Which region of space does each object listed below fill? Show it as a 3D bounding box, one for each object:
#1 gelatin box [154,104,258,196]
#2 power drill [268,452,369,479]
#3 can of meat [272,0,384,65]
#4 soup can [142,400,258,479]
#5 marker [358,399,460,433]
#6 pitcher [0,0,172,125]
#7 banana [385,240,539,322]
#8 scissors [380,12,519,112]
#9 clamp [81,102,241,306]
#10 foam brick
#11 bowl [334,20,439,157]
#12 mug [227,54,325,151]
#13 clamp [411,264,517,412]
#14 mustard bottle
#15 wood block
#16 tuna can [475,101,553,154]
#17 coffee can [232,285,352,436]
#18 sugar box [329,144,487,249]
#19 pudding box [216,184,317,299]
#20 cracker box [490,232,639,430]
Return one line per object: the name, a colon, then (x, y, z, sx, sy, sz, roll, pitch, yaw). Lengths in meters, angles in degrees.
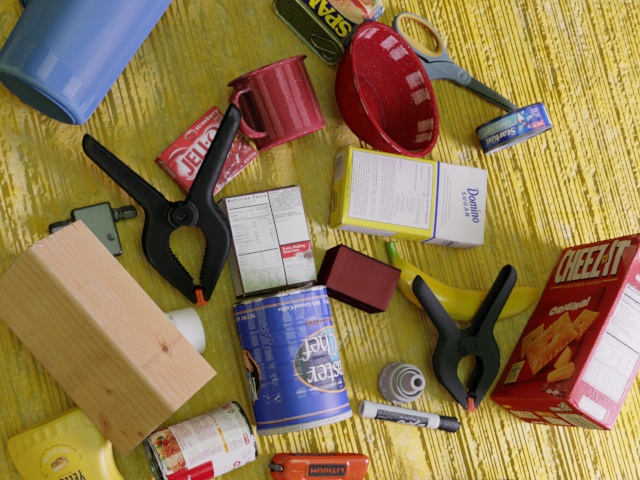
gelatin box: (-0.124, -0.091, 1.161, 0.089, 0.030, 0.073, -44, 97, -19)
power drill: (0.011, 0.321, 1.132, 0.184, 0.057, 0.187, 5, 81, -17)
can of meat: (0.011, -0.266, 1.216, 0.102, 0.058, 0.083, 44, 69, -8)
soup can: (-0.124, 0.214, 1.099, 0.102, 0.069, 0.068, -20, 89, -20)
marker: (0.102, 0.198, 1.199, 0.121, 0.020, 0.020, 13, 79, -16)
pitcher: (-0.239, -0.249, 1.105, 0.144, 0.149, 0.242, 36, 76, -26)
banana: (0.161, 0.060, 1.228, 0.197, 0.037, 0.069, 19, 79, -15)
scissors: (0.151, -0.186, 1.271, 0.201, 0.016, 0.096, 44, 74, -7)
clamp: (-0.137, -0.036, 1.114, 0.164, 0.036, 0.210, -19, 104, -2)
foam brick: (0.040, 0.044, 1.184, 0.078, 0.053, 0.051, 23, 76, -13)
bowl: (0.065, -0.160, 1.191, 0.161, 0.055, 0.162, 27, 52, -42)
mug: (-0.052, -0.145, 1.156, 0.117, 0.093, 0.081, -25, 96, -48)
clamp: (0.154, 0.108, 1.195, 0.120, 0.039, 0.171, 4, 100, -8)
mustard bottle: (-0.230, 0.265, 1.058, 0.096, 0.058, 0.191, -23, 91, 2)
wood block: (-0.214, 0.093, 1.045, 0.206, 0.090, 0.090, 48, 29, 1)
tuna can: (0.226, -0.131, 1.251, 0.086, 0.086, 0.034, -20, 88, -20)
coffee can: (-0.030, 0.126, 1.123, 0.102, 0.103, 0.140, -10, 85, -19)
sugar box: (0.102, -0.047, 1.221, 0.176, 0.048, 0.093, 10, 78, -20)
pudding box: (-0.058, 0.001, 1.166, 0.090, 0.039, 0.113, -10, 83, -17)
cracker box: (0.297, 0.102, 1.199, 0.072, 0.164, 0.213, 33, 74, -13)
